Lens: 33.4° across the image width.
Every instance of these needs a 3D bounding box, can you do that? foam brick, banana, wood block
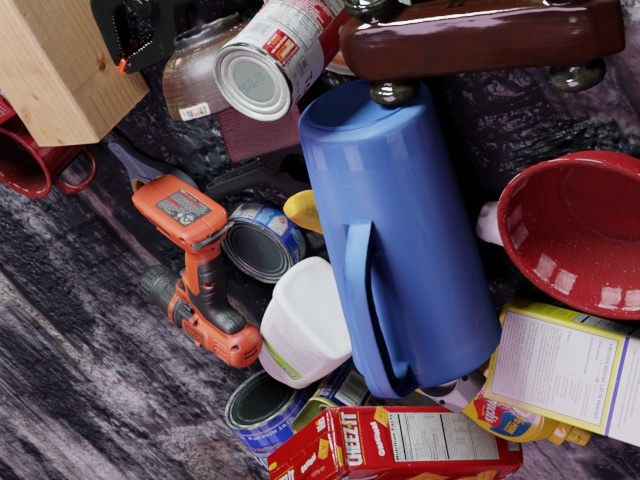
[{"bbox_3d":[-0.040,-0.104,0.900,0.078,0.053,0.051,-14,103,26],"label":"foam brick"},{"bbox_3d":[0.029,0.002,0.965,0.037,0.069,0.197,-19,136,24],"label":"banana"},{"bbox_3d":[-0.256,-0.195,0.969,0.090,0.090,0.206,1,132,38],"label":"wood block"}]

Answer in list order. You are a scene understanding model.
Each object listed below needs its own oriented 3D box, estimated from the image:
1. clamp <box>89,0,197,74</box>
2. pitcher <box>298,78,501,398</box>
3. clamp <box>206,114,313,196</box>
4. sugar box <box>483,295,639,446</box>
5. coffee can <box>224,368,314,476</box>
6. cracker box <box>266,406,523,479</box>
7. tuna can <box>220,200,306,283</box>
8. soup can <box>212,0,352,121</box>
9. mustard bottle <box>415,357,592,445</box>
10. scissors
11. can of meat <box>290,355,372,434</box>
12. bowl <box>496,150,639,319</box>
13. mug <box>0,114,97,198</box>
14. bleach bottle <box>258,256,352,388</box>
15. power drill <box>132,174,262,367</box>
[{"bbox_3d":[-0.154,-0.219,0.900,0.164,0.036,0.210,34,145,-8],"label":"clamp"},{"bbox_3d":[0.060,-0.001,0.871,0.149,0.145,0.243,48,159,59],"label":"pitcher"},{"bbox_3d":[-0.043,-0.071,0.977,0.172,0.039,0.120,22,142,18],"label":"clamp"},{"bbox_3d":[0.237,0.115,0.924,0.176,0.048,0.093,15,105,24],"label":"sugar box"},{"bbox_3d":[-0.033,0.230,1.255,0.103,0.102,0.140,-5,127,42],"label":"coffee can"},{"bbox_3d":[0.074,0.228,1.094,0.213,0.072,0.164,4,151,-25],"label":"cracker box"},{"bbox_3d":[-0.057,0.001,1.075,0.086,0.033,0.086,22,142,18],"label":"tuna can"},{"bbox_3d":[-0.026,-0.144,0.791,0.068,0.102,0.068,21,141,18],"label":"soup can"},{"bbox_3d":[0.171,0.141,1.024,0.192,0.058,0.096,29,128,8],"label":"mustard bottle"},{"bbox_3d":[-0.189,-0.092,1.093,0.096,0.016,0.201,-2,130,38],"label":"scissors"},{"bbox_3d":[0.021,0.173,1.162,0.057,0.083,0.102,34,144,3],"label":"can of meat"},{"bbox_3d":[0.220,-0.014,0.814,0.162,0.055,0.162,22,142,18],"label":"bowl"},{"bbox_3d":[-0.283,-0.097,1.108,0.117,0.081,0.093,38,144,-2],"label":"mug"},{"bbox_3d":[-0.025,0.099,1.110,0.102,0.068,0.251,50,158,3],"label":"bleach bottle"},{"bbox_3d":[-0.139,0.026,1.106,0.185,0.057,0.187,31,145,35],"label":"power drill"}]
